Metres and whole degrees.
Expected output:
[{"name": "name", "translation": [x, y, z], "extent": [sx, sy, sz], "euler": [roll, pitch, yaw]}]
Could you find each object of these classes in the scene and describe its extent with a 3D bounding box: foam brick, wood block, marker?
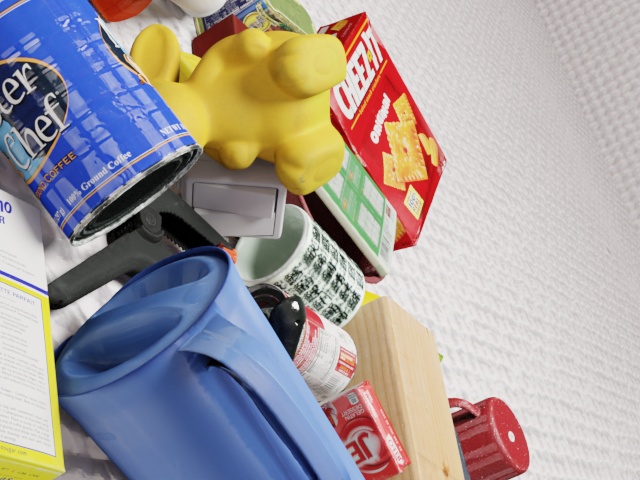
[{"name": "foam brick", "translation": [-0.081, -0.173, 1.047], "extent": [0.078, 0.053, 0.051], "euler": [37, 33, -46]}, {"name": "wood block", "translation": [0.057, 0.164, 0.909], "extent": [0.090, 0.090, 0.206], "euler": [40, 31, -42]}, {"name": "marker", "translation": [-0.056, 0.001, 0.946], "extent": [0.121, 0.020, 0.020], "euler": [39, 32, -41]}]

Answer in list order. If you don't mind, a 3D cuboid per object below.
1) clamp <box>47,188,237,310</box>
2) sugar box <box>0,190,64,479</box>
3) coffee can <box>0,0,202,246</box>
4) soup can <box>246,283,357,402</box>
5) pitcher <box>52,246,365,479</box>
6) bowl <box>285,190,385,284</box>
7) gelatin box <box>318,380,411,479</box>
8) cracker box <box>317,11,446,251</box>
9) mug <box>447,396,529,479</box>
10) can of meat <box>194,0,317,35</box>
[{"name": "clamp", "translation": [-0.136, 0.000, 0.763], "extent": [0.209, 0.036, 0.164], "euler": [30, 39, -45]}, {"name": "sugar box", "translation": [-0.194, 0.045, 0.586], "extent": [0.093, 0.048, 0.176], "euler": [33, 33, -48]}, {"name": "coffee can", "translation": [-0.157, -0.082, 0.669], "extent": [0.140, 0.103, 0.102], "euler": [52, 24, 1]}, {"name": "soup can", "translation": [-0.024, 0.084, 0.858], "extent": [0.102, 0.069, 0.068], "euler": [36, 34, -46]}, {"name": "pitcher", "translation": [-0.046, 0.134, 0.663], "extent": [0.242, 0.145, 0.149], "euler": [57, 12, -22]}, {"name": "bowl", "translation": [0.000, -0.021, 1.038], "extent": [0.162, 0.055, 0.162], "euler": [45, 28, -33]}, {"name": "gelatin box", "translation": [0.015, 0.159, 0.826], "extent": [0.073, 0.089, 0.030], "euler": [63, 24, 4]}, {"name": "cracker box", "translation": [0.052, -0.116, 1.166], "extent": [0.213, 0.072, 0.164], "euler": [57, 37, -27]}, {"name": "mug", "translation": [0.150, 0.199, 1.067], "extent": [0.117, 0.082, 0.093], "euler": [52, 25, -22]}, {"name": "can of meat", "translation": [-0.064, -0.218, 1.091], "extent": [0.102, 0.084, 0.057], "euler": [30, 38, -51]}]
